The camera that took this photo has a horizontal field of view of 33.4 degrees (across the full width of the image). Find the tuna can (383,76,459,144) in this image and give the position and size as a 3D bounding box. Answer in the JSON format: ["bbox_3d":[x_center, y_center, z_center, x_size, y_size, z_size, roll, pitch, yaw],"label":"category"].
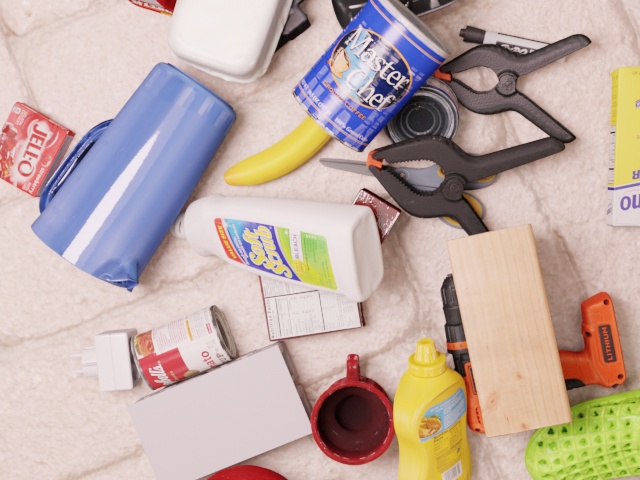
[{"bbox_3d":[0.112,-0.138,1.189,0.086,0.033,0.086,2,119,4],"label":"tuna can"}]

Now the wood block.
[{"bbox_3d":[0.196,0.092,1.124,0.090,0.090,0.206,-12,87,6],"label":"wood block"}]

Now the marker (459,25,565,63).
[{"bbox_3d":[0.216,-0.222,1.202,0.121,0.020,0.020,13,93,4],"label":"marker"}]

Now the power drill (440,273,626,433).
[{"bbox_3d":[0.236,0.112,1.195,0.188,0.057,0.184,-12,95,7],"label":"power drill"}]

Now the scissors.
[{"bbox_3d":[0.102,-0.055,1.219,0.202,0.016,0.096,-5,92,5],"label":"scissors"}]

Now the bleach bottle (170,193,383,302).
[{"bbox_3d":[-0.058,0.001,1.175,0.251,0.068,0.102,6,121,31],"label":"bleach bottle"}]

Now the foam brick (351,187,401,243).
[{"bbox_3d":[0.056,-0.024,1.193,0.051,0.078,0.053,31,96,2],"label":"foam brick"}]

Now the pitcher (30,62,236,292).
[{"bbox_3d":[-0.209,-0.078,1.195,0.149,0.145,0.243,34,91,-10],"label":"pitcher"}]

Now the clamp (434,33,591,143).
[{"bbox_3d":[0.214,-0.167,1.192,0.171,0.039,0.120,0,98,14],"label":"clamp"}]

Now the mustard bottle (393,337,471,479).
[{"bbox_3d":[0.121,0.194,1.161,0.058,0.096,0.191,18,123,44],"label":"mustard bottle"}]

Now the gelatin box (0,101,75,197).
[{"bbox_3d":[-0.340,-0.106,1.244,0.073,0.030,0.089,30,94,3],"label":"gelatin box"}]

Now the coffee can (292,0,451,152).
[{"bbox_3d":[0.053,-0.178,1.123,0.103,0.102,0.140,43,107,2],"label":"coffee can"}]

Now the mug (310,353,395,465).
[{"bbox_3d":[0.038,0.185,1.199,0.093,0.081,0.117,-4,92,5],"label":"mug"}]

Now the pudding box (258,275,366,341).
[{"bbox_3d":[-0.010,0.064,1.221,0.113,0.039,0.090,-8,91,7],"label":"pudding box"}]

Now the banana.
[{"bbox_3d":[-0.025,-0.124,1.219,0.070,0.037,0.198,42,93,21],"label":"banana"}]

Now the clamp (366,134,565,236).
[{"bbox_3d":[0.156,-0.069,1.178,0.210,0.036,0.165,24,106,-2],"label":"clamp"}]

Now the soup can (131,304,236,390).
[{"bbox_3d":[-0.156,0.122,1.219,0.102,0.068,0.068,-22,90,5],"label":"soup can"}]
